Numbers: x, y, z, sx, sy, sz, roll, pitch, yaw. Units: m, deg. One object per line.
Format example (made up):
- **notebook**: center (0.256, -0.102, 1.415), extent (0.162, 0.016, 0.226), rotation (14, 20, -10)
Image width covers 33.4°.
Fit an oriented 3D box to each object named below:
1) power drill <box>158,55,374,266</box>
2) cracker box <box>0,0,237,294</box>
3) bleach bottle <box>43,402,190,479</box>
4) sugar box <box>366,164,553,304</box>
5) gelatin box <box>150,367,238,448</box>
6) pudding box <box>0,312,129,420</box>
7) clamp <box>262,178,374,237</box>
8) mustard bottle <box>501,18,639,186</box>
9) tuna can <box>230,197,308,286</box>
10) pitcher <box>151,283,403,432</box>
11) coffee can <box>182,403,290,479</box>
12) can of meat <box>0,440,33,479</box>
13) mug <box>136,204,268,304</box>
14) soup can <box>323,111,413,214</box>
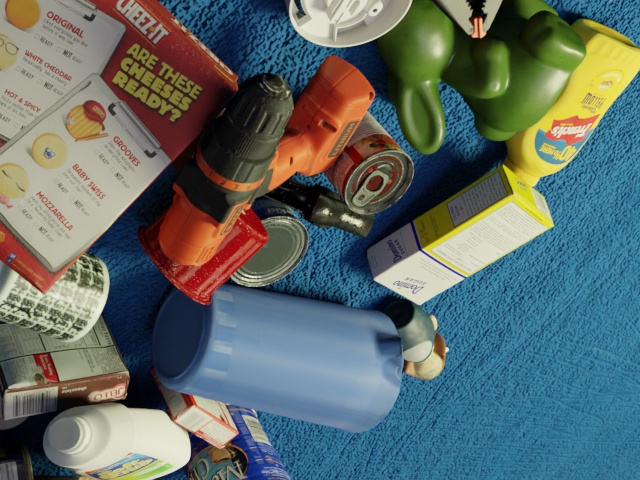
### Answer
- **power drill**: center (-0.035, -0.078, 0.816), extent (0.187, 0.057, 0.185), rotation (-37, 168, -48)
- **cracker box**: center (-0.190, -0.093, 0.775), extent (0.164, 0.072, 0.214), rotation (42, 101, -16)
- **bleach bottle**: center (-0.200, 0.189, 0.997), extent (0.102, 0.068, 0.250), rotation (-17, 165, 5)
- **sugar box**: center (0.143, -0.003, 1.107), extent (0.176, 0.048, 0.093), rotation (-30, 143, 26)
- **gelatin box**: center (-0.130, 0.168, 1.103), extent (0.030, 0.073, 0.089), rotation (-39, 139, 6)
- **pudding box**: center (-0.240, 0.110, 0.965), extent (0.113, 0.090, 0.039), rotation (-5, 129, -28)
- **clamp**: center (-0.011, -0.037, 0.989), extent (0.039, 0.120, 0.171), rotation (-60, 154, 4)
- **mustard bottle**: center (0.240, -0.126, 1.077), extent (0.096, 0.058, 0.192), rotation (7, 125, -43)
- **tuna can**: center (-0.057, 0.001, 1.023), extent (0.086, 0.034, 0.086), rotation (-18, 136, -18)
- **pitcher**: center (-0.050, 0.117, 1.079), extent (0.242, 0.145, 0.149), rotation (17, 106, -37)
- **coffee can**: center (-0.089, 0.262, 1.166), extent (0.102, 0.140, 0.103), rotation (-18, 136, -18)
- **can of meat**: center (-0.324, 0.230, 1.020), extent (0.083, 0.102, 0.057), rotation (-7, 87, -25)
- **mug**: center (-0.103, -0.004, 0.932), extent (0.081, 0.093, 0.117), rotation (-42, 173, 8)
- **soup can**: center (0.028, -0.080, 0.948), extent (0.068, 0.102, 0.068), rotation (-19, 137, -19)
